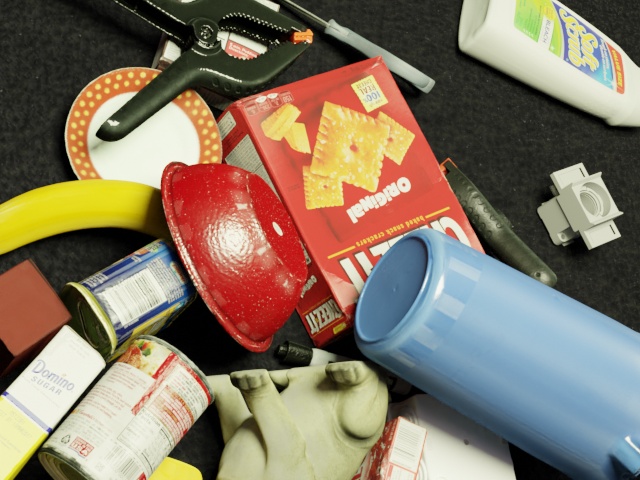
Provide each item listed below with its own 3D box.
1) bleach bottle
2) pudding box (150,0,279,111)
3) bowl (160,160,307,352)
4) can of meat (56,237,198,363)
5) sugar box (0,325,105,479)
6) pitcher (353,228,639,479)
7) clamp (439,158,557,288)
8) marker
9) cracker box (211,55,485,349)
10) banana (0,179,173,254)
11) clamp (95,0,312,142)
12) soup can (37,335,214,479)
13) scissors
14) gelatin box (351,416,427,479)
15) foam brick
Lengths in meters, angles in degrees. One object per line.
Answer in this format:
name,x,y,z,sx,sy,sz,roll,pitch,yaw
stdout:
bleach bottle,0.266,-0.191,1.117,0.250,0.068,0.102,23,60,-19
pudding box,-0.092,-0.176,0.939,0.090,0.039,0.113,22,58,-16
bowl,-0.055,0.001,0.811,0.162,0.055,0.162,58,15,-25
can of meat,-0.144,0.049,0.774,0.083,0.102,0.057,-31,84,-36
sugar box,-0.217,0.142,0.699,0.048,0.093,0.176,43,56,-5
pitcher,0.148,0.084,0.835,0.242,0.149,0.145,29,66,-22
clamp,0.156,-0.005,0.952,0.039,0.120,0.171,-39,79,-5
marker,0.020,0.105,0.883,0.121,0.020,0.020,18,61,-20
cracker box,0.026,-0.038,0.918,0.163,0.072,0.214,-22,80,-32
banana,-0.172,-0.013,0.813,0.197,0.037,0.069,4,82,-20
clamp,-0.107,-0.171,0.881,0.209,0.036,0.164,-13,78,-29
soup can,-0.127,0.122,0.703,0.068,0.069,0.102,42,60,-5
scissors,0.024,-0.188,0.986,0.201,0.096,0.016,28,99,-16
gelatin box,0.043,0.188,0.825,0.030,0.073,0.089,27,59,-16
foam brick,-0.217,0.058,0.746,0.051,0.078,0.053,-36,87,-36
